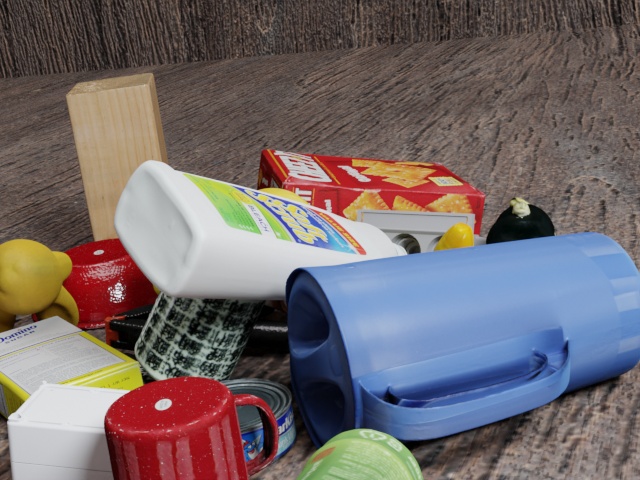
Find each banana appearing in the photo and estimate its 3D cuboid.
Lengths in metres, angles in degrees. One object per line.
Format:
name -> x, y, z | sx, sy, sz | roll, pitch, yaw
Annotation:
banana -> 0.084, 0.034, 0.905 | 0.037, 0.069, 0.198 | -21, -1, -21

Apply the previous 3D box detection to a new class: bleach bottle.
bleach bottle -> -0.027, 0.002, 0.814 | 0.250, 0.068, 0.103 | 7, 33, -47

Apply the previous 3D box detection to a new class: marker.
marker -> -0.141, 0.116, 0.865 | 0.020, 0.020, 0.121 | -16, 18, -25

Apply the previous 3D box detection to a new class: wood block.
wood block -> -0.216, -0.074, 1.196 | 0.090, 0.206, 0.091 | -8, 17, -3

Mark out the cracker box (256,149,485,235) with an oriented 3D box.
cracker box -> 0.048, -0.046, 1.147 | 0.213, 0.072, 0.164 | 4, 15, -12

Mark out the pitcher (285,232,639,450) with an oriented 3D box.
pitcher -> 0.106, 0.069, 0.740 | 0.242, 0.149, 0.145 | -10, -26, -18

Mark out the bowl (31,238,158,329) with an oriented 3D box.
bowl -> -0.221, 0.037, 1.097 | 0.162, 0.055, 0.162 | -7, 17, 2

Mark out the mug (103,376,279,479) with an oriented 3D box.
mug -> -0.078, 0.134, 0.670 | 0.117, 0.081, 0.093 | -16, 19, -26

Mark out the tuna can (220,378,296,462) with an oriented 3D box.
tuna can -> -0.060, 0.131, 0.756 | 0.086, 0.034, 0.086 | -7, 17, 2

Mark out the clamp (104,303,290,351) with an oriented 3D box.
clamp -> -0.103, 0.072, 0.951 | 0.171, 0.039, 0.120 | 1, 9, -6

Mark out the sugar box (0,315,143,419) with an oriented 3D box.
sugar box -> -0.222, 0.111, 0.875 | 0.093, 0.048, 0.177 | -17, 16, -30
